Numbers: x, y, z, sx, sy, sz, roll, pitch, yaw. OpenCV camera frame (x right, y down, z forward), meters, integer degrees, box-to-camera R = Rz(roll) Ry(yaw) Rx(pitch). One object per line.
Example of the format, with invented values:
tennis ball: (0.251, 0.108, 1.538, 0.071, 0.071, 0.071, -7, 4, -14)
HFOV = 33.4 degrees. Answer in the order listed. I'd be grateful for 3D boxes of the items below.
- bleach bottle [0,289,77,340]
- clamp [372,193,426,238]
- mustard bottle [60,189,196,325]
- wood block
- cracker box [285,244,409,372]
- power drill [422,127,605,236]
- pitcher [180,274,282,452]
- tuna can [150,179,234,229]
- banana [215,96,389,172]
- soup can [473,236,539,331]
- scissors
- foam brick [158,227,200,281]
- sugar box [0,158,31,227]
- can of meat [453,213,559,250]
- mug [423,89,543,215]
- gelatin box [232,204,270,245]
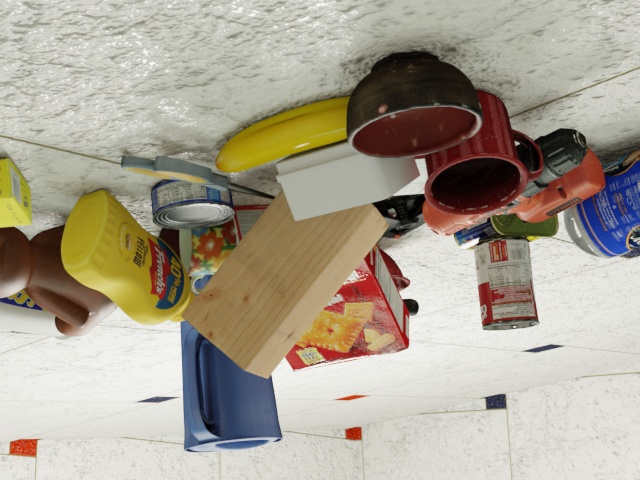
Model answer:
bleach bottle: (-0.381, 0.057, 1.212, 0.068, 0.102, 0.250, -25, 158, 35)
clamp: (0.087, -0.032, 1.228, 0.120, 0.039, 0.172, -6, 164, -14)
mustard bottle: (-0.190, 0.035, 1.129, 0.058, 0.096, 0.191, -17, 141, 24)
wood block: (-0.033, 0.030, 1.092, 0.206, 0.090, 0.090, -51, 161, -2)
cracker box: (0.005, 0.069, 1.334, 0.164, 0.072, 0.213, -12, 136, 16)
power drill: (0.218, -0.062, 1.091, 0.185, 0.057, 0.187, -27, 166, 36)
pitcher: (-0.133, 0.162, 1.443, 0.144, 0.243, 0.149, -1, 163, -22)
tuna can: (-0.134, -0.040, 1.111, 0.086, 0.034, 0.086, -7, 164, -2)
banana: (-0.018, -0.094, 0.962, 0.198, 0.037, 0.069, -13, 163, 20)
soup can: (0.220, 0.052, 1.263, 0.068, 0.102, 0.068, -4, 168, -1)
scissors: (-0.121, -0.061, 1.046, 0.096, 0.016, 0.201, 9, 177, 19)
foam brick: (-0.163, 0.015, 1.261, 0.053, 0.051, 0.078, -3, 164, -16)
sugar box: (-0.366, -0.037, 0.990, 0.176, 0.048, 0.093, -7, 165, -4)
can of meat: (0.223, -0.023, 1.302, 0.101, 0.057, 0.084, 2, 165, -29)
mug: (0.146, -0.081, 0.967, 0.117, 0.081, 0.093, 3, 147, -12)
gelatin box: (-0.058, 0.002, 1.189, 0.073, 0.089, 0.030, -3, 141, -17)
